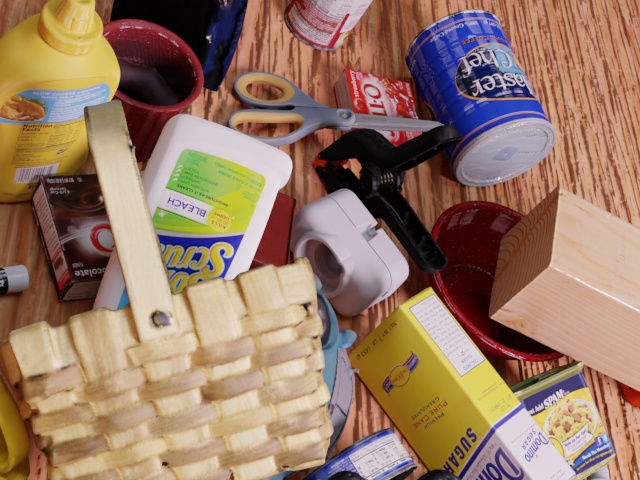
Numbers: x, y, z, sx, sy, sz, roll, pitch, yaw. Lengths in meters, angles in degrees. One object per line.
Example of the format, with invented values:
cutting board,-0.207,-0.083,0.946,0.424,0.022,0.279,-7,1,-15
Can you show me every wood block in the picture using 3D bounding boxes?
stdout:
wood block,0.255,0.053,0.888,0.206,0.091,0.090,26,50,-11

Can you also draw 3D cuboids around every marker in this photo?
marker,-0.259,0.034,0.726,0.120,0.020,0.020,-8,62,-35

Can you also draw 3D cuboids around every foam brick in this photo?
foam brick,-0.056,0.001,0.848,0.051,0.053,0.078,20,48,-17

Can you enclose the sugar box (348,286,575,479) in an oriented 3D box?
sugar box,0.103,0.133,0.817,0.048,0.093,0.176,-24,71,-39

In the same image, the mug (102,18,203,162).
mug,-0.151,-0.126,0.864,0.093,0.082,0.117,15,51,-21

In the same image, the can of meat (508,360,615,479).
can of meat,0.182,0.154,0.862,0.101,0.058,0.084,-17,82,-34

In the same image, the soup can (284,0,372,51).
soup can,0.016,-0.243,1.035,0.068,0.102,0.068,15,51,-20

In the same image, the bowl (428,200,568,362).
bowl,0.152,0.045,0.936,0.162,0.055,0.162,16,51,-20

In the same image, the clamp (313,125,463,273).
clamp,0.057,-0.059,0.900,0.039,0.120,0.172,-2,26,-41

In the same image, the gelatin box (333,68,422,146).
gelatin box,0.056,-0.117,1.016,0.073,0.030,0.089,8,53,-25

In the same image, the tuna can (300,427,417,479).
tuna can,0.024,0.168,0.750,0.085,0.086,0.034,-19,67,-39

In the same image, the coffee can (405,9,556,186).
coffee can,0.154,-0.138,1.040,0.102,0.103,0.140,-2,59,-32

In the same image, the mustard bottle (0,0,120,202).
mustard bottle,-0.193,-0.103,0.747,0.096,0.192,0.058,-10,63,-36

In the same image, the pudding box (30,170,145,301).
pudding box,-0.152,-0.005,0.804,0.113,0.039,0.090,-7,63,-33

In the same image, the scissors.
scissors,0.007,-0.123,0.974,0.201,0.016,0.096,-9,54,-21

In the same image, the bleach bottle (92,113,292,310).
bleach bottle,-0.103,0.042,0.746,0.102,0.068,0.250,21,70,-13
